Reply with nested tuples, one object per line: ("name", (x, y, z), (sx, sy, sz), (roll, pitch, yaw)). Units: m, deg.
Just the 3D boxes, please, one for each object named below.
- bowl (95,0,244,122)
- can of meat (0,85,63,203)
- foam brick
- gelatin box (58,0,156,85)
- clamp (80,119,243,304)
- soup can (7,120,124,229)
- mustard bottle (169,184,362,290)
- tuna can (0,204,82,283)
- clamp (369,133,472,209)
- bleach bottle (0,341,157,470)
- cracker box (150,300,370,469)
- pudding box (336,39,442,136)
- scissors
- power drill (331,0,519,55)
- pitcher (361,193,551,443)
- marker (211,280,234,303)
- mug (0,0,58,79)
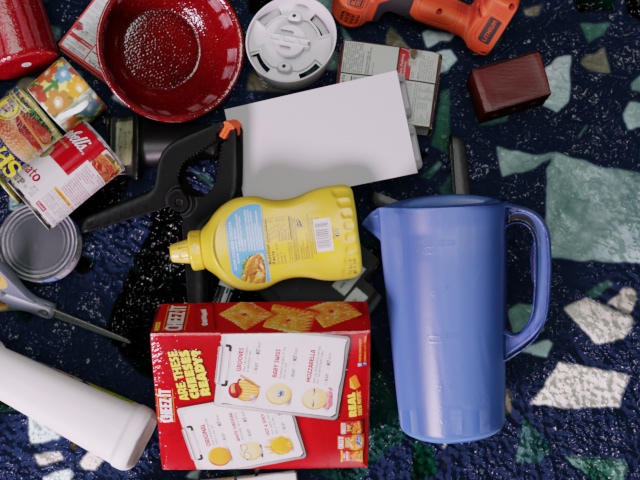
("bowl", (-0.167, -0.209, 1.158), (0.161, 0.055, 0.162), (-2, 97, -21))
("can of meat", (-0.328, -0.106, 1.161), (0.084, 0.057, 0.102), (-39, 84, -8))
("foam brick", (0.205, -0.167, 1.167), (0.078, 0.053, 0.051), (-17, 82, -1))
("gelatin box", (-0.236, -0.226, 1.191), (0.073, 0.030, 0.089), (35, 83, 4))
("clamp", (-0.154, -0.044, 1.131), (0.164, 0.036, 0.210), (29, 107, 6))
("soup can", (-0.266, -0.068, 1.116), (0.102, 0.068, 0.068), (-41, 84, -11))
("mustard bottle", (-0.057, 0.001, 1.084), (0.191, 0.058, 0.096), (-7, 93, 0))
("tuna can", (-0.302, 0.004, 1.156), (0.086, 0.034, 0.086), (0, 82, 0))
("clamp", (0.151, -0.028, 1.154), (0.120, 0.039, 0.171), (-45, 89, 3))
("bleach bottle", (-0.294, 0.153, 1.099), (0.251, 0.102, 0.068), (26, 77, 3))
("cracker box", (-0.057, 0.146, 1.082), (0.213, 0.072, 0.164), (-1, 115, 1))
("pudding box", (0.073, -0.168, 1.175), (0.113, 0.039, 0.090), (8, 85, 4))
("scissors", (-0.299, 0.059, 1.127), (0.202, 0.096, 0.016), (12, 49, 4))
("power drill", (0.113, -0.273, 1.127), (0.187, 0.185, 0.057), (16, 66, -5))
("pitcher", (0.138, 0.074, 1.075), (0.144, 0.149, 0.243), (-7, 97, -29))
("marker", (-0.117, 0.093, 1.149), (0.020, 0.020, 0.121), (19, 82, 3))
("mug", (-0.345, -0.223, 1.168), (0.117, 0.093, 0.081), (-21, 86, 28))
